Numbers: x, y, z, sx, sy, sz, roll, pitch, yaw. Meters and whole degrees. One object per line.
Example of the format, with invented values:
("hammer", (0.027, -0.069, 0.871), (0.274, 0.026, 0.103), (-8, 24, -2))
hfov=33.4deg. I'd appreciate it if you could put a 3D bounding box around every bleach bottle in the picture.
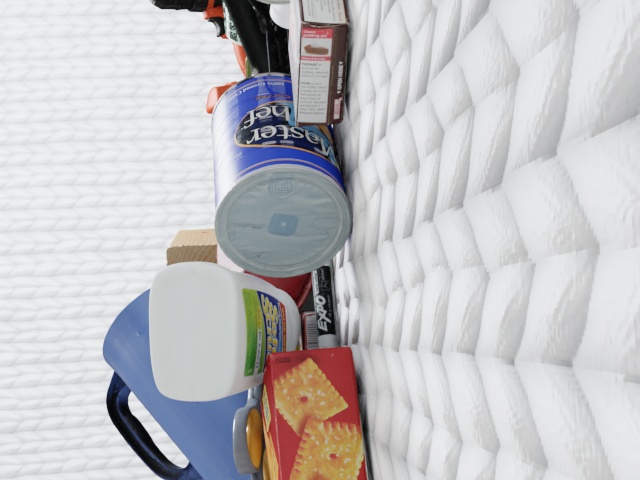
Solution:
("bleach bottle", (-0.062, 0.068, 0.867), (0.250, 0.068, 0.102), (3, -93, -77))

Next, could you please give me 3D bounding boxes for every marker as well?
("marker", (0.005, 0.067, 0.936), (0.020, 0.020, 0.121), (100, 166, -67))

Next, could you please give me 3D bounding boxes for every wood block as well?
("wood block", (-0.136, 0.038, 1.314), (0.206, 0.090, 0.090), (-123, 31, -83))

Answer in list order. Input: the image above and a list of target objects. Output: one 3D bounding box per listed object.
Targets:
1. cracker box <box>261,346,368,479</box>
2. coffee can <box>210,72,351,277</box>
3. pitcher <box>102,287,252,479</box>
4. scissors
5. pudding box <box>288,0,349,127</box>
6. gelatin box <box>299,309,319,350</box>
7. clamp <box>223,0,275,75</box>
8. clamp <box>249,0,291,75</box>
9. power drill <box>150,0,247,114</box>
("cracker box", (-0.003, 0.206, 0.813), (0.164, 0.072, 0.214), (99, 166, -68))
("coffee can", (-0.034, -0.054, 0.844), (0.140, 0.102, 0.103), (-99, 8, -51))
("pitcher", (-0.104, 0.166, 1.044), (0.243, 0.144, 0.149), (48, 148, 28))
("scissors", (-0.052, 0.157, 0.949), (0.201, 0.016, 0.096), (-79, -24, -69))
("pudding box", (-0.003, -0.153, 0.800), (0.113, 0.039, 0.090), (-99, 9, -48))
("gelatin box", (-0.003, 0.110, 0.983), (0.073, 0.030, 0.089), (166, 102, -85))
("clamp", (-0.057, -0.181, 1.149), (0.164, 0.036, 0.210), (-6, -96, -74))
("clamp", (-0.043, -0.217, 1.084), (0.171, 0.039, 0.120), (-43, -59, -74))
("power drill", (-0.131, -0.268, 1.434), (0.057, 0.184, 0.187), (-10, 89, 65))
